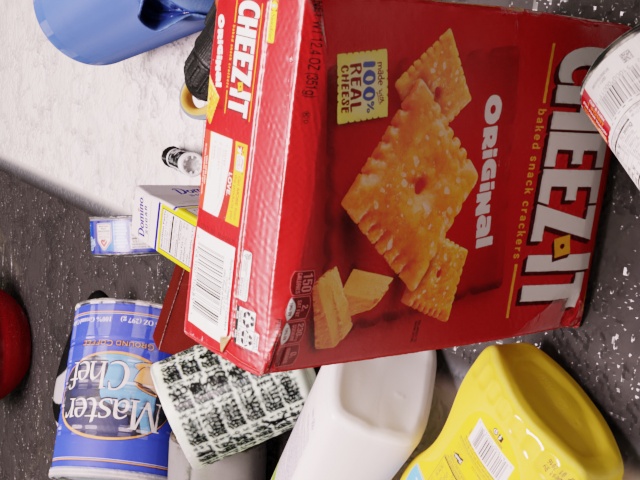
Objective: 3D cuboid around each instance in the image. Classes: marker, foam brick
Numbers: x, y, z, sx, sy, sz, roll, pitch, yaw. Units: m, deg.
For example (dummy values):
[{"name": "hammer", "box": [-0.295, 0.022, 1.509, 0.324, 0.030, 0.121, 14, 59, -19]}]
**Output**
[{"name": "marker", "box": [-0.112, -0.065, 0.863, 0.121, 0.020, 0.020, -155, 66, -73]}, {"name": "foam brick", "box": [-0.091, 0.050, 0.816, 0.053, 0.051, 0.078, -145, 73, -75]}]

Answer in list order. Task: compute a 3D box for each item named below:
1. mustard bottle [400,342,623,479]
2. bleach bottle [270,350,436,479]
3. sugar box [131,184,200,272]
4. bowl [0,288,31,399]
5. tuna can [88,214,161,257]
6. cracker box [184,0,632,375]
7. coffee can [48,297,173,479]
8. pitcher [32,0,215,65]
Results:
[{"name": "mustard bottle", "box": [0.086, 0.154, 0.599, 0.096, 0.058, 0.192, 56, 134, 36]}, {"name": "bleach bottle", "box": [-0.003, 0.162, 0.711, 0.102, 0.068, 0.251, -74, 8, -48]}, {"name": "sugar box", "box": [-0.055, 0.001, 0.756, 0.176, 0.093, 0.048, 23, 111, 52]}, {"name": "bowl", "box": [-0.380, 0.119, 1.244, 0.162, 0.055, 0.162, 5, 96, 54]}, {"name": "tuna can", "box": [-0.149, -0.005, 0.892, 0.086, 0.085, 0.034, 0, 93, 54]}, {"name": "cracker box", "box": [0.048, -0.032, 0.508, 0.072, 0.213, 0.164, 24, 112, 49]}, {"name": "coffee can", "box": [-0.159, 0.128, 0.870, 0.103, 0.102, 0.140, -21, 59, 53]}, {"name": "pitcher", "box": [-0.133, -0.221, 0.837, 0.243, 0.149, 0.145, -6, 102, 57]}]
